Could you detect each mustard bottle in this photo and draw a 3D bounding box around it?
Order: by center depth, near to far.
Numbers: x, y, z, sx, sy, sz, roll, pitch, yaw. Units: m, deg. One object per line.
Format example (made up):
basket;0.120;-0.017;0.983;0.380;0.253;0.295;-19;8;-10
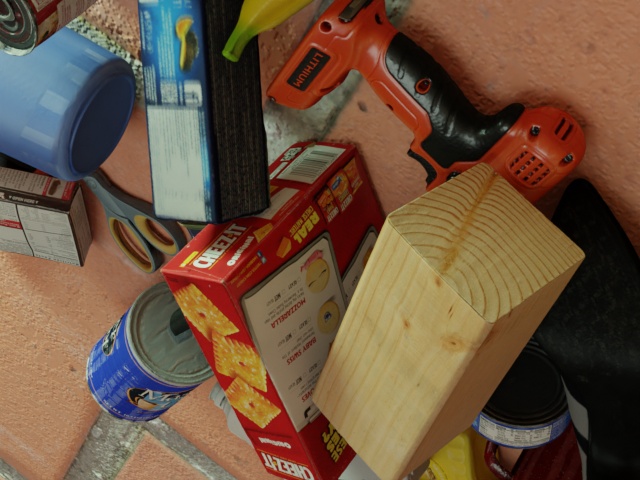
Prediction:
mustard bottle;0.061;0.181;0.961;0.192;0.058;0.096;6;131;33

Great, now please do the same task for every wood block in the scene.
wood block;0.074;0.061;0.696;0.090;0.090;0.206;47;145;21

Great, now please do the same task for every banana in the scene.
banana;0.019;-0.168;0.637;0.198;0.069;0.037;-22;148;39

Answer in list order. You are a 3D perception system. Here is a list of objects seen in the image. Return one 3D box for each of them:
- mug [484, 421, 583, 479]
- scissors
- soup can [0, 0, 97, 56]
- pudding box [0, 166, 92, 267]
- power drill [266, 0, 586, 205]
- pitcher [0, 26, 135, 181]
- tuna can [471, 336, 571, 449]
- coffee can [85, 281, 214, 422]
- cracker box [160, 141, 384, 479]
mug;0.184;0.190;0.854;0.117;0.081;0.093;36;143;4
scissors;-0.189;-0.050;0.976;0.096;0.016;0.201;-1;128;39
soup can;-0.198;-0.188;0.766;0.069;0.102;0.068;23;141;20
pudding box;-0.270;-0.022;1.019;0.090;0.039;0.113;11;153;0
power drill;0.058;-0.069;0.714;0.187;0.057;0.185;39;140;-4
pitcher;-0.277;-0.140;0.872;0.243;0.149;0.145;27;107;10
tuna can;0.148;0.113;0.800;0.086;0.086;0.034;21;141;23
coffee can;-0.161;0.111;1.047;0.103;0.102;0.141;43;143;-5
cracker box;-0.010;0.057;0.810;0.072;0.164;0.213;9;134;39
